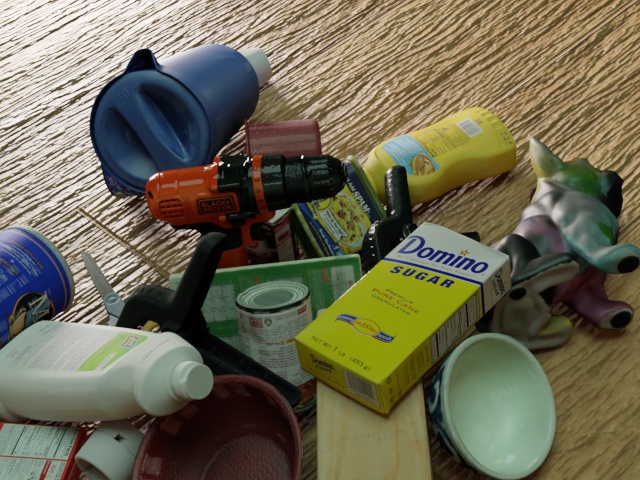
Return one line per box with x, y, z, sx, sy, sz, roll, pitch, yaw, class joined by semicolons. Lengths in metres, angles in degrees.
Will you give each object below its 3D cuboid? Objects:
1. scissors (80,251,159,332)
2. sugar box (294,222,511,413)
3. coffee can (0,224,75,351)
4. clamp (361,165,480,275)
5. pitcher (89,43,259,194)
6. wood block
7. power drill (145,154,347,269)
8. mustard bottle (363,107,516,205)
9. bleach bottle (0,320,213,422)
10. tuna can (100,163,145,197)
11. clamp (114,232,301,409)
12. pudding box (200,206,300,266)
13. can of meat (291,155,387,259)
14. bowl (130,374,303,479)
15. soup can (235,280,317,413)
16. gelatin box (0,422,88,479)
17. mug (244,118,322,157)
-0.192;0.065;1.093;0.096;0.016;0.202;-13;42;-6;scissors
0.072;0.059;0.889;0.093;0.048;0.176;25;54;35;sugar box
-0.324;0.062;1.038;0.103;0.103;0.140;16;37;26;coffee can
0.095;0.006;1.041;0.120;0.039;0.171;31;43;-4;clamp
-0.148;-0.137;1.192;0.145;0.149;0.242;39;23;-2;pitcher
0.045;0.158;0.890;0.090;0.091;0.206;-6;42;5;wood block
-0.057;0.001;1.008;0.184;0.187;0.057;-5;38;7;power drill
0.111;-0.082;1.164;0.191;0.058;0.096;-21;42;-13;mustard bottle
-0.190;0.120;0.928;0.251;0.068;0.102;-1;36;44;bleach bottle
-0.223;-0.092;1.218;0.034;0.086;0.086;-5;42;7;tuna can
-0.119;0.070;0.935;0.210;0.164;0.036;-1;24;43;clamp
-0.076;-0.009;1.096;0.114;0.090;0.039;21;49;29;pudding box
0.016;-0.022;1.091;0.083;0.057;0.102;-28;87;-15;can of meat
-0.075;0.194;0.875;0.162;0.055;0.162;-14;56;22;bowl
-0.037;0.095;0.952;0.068;0.102;0.068;-6;18;2;soup can
-0.257;0.200;0.947;0.089;0.030;0.073;1;42;12;gelatin box
-0.040;-0.092;1.193;0.081;0.093;0.117;-5;6;-2;mug
